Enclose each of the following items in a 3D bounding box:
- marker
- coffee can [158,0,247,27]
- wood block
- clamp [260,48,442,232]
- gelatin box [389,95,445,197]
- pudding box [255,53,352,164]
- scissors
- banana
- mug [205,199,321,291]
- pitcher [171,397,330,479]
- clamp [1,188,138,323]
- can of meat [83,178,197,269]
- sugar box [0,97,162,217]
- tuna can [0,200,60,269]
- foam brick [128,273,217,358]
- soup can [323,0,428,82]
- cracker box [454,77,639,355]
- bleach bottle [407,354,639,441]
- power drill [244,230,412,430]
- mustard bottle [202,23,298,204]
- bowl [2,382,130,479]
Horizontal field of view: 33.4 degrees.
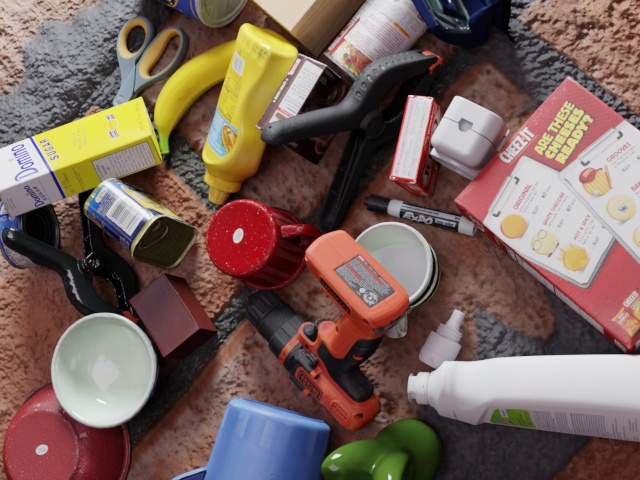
[{"bbox_3d":[0.101,-0.027,1.095,0.121,0.020,0.020,14,86,21],"label":"marker"},{"bbox_3d":[-0.155,-0.311,1.187,0.140,0.102,0.103,29,91,21],"label":"coffee can"},{"bbox_3d":[0.019,-0.311,1.133,0.091,0.090,0.206,42,96,20],"label":"wood block"},{"bbox_3d":[0.045,-0.113,1.090,0.210,0.164,0.036,-40,49,-14],"label":"clamp"},{"bbox_3d":[0.101,-0.093,1.077,0.030,0.073,0.089,10,85,21],"label":"gelatin box"},{"bbox_3d":[-0.012,-0.134,1.102,0.039,0.113,0.090,32,93,23],"label":"pudding box"},{"bbox_3d":[-0.236,-0.179,1.241,0.202,0.016,0.096,-45,69,8],"label":"scissors"},{"bbox_3d":[-0.117,-0.178,1.191,0.198,0.037,0.069,-35,98,14],"label":"banana"},{"bbox_3d":[-0.057,0.001,1.113,0.117,0.081,0.093,-8,79,18],"label":"mug"},{"bbox_3d":[-0.081,0.281,1.049,0.145,0.149,0.243,10,81,39],"label":"pitcher"},{"bbox_3d":[-0.266,0.029,1.170,0.120,0.039,0.171,-28,86,-28],"label":"clamp"},{"bbox_3d":[-0.195,-0.019,1.155,0.084,0.102,0.057,37,95,23],"label":"can of meat"},{"bbox_3d":[-0.268,-0.093,1.178,0.176,0.048,0.093,-19,37,-4],"label":"sugar box"},{"bbox_3d":[-0.330,-0.012,1.209,0.034,0.086,0.086,-9,78,16],"label":"tuna can"},{"bbox_3d":[-0.158,0.082,1.152,0.053,0.051,0.078,-37,72,9],"label":"foam brick"},{"bbox_3d":[0.061,-0.212,1.114,0.068,0.068,0.102,42,96,20],"label":"soup can"},{"bbox_3d":[0.262,-0.022,1.004,0.214,0.072,0.164,42,89,21],"label":"cracker box"},{"bbox_3d":[0.204,0.141,0.987,0.251,0.102,0.068,1,60,19],"label":"bleach bottle"},{"bbox_3d":[0.004,0.076,1.039,0.057,0.188,0.184,-33,67,-33],"label":"power drill"},{"bbox_3d":[-0.083,-0.126,1.135,0.096,0.058,0.192,51,126,54],"label":"mustard bottle"},{"bbox_3d":[-0.292,0.232,1.173,0.162,0.055,0.162,-3,80,19],"label":"bowl"}]
